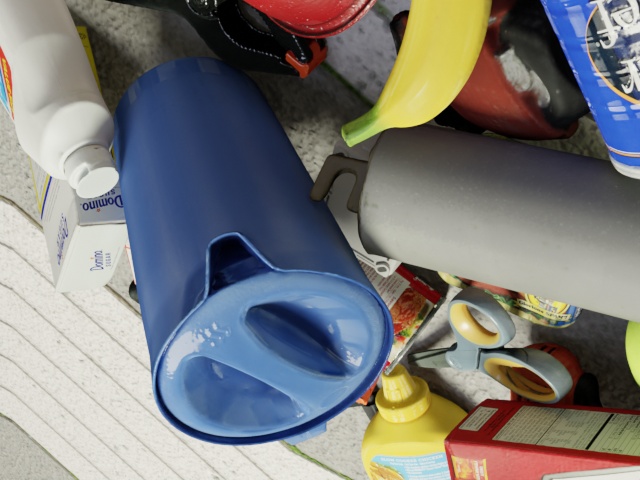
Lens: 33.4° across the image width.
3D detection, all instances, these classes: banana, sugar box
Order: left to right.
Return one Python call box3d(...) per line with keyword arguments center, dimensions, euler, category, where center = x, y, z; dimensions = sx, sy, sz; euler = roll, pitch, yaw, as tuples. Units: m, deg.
box3d(center=(-0.181, -0.061, 0.777), dimensions=(0.093, 0.048, 0.176), euler=(-55, 48, 51), category="sugar box")
box3d(center=(0.046, -0.135, 0.489), dimensions=(0.069, 0.037, 0.198), euler=(0, 112, -2), category="banana")

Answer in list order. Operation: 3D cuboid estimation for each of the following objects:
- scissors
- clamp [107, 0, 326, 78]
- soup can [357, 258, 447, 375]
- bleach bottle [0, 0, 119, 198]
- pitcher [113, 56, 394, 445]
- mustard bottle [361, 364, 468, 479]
box3d(center=(0.088, 0.064, 0.706), dimensions=(0.096, 0.016, 0.202), euler=(54, 161, -20), category="scissors")
box3d(center=(-0.068, -0.168, 0.666), dimensions=(0.171, 0.039, 0.120), euler=(29, 143, 8), category="clamp")
box3d(center=(0.027, 0.036, 0.744), dimensions=(0.102, 0.068, 0.069), euler=(37, 140, 7), category="soup can")
box3d(center=(-0.194, -0.137, 0.697), dimensions=(0.251, 0.068, 0.103), euler=(58, 149, 24), category="bleach bottle")
box3d(center=(-0.054, 0.001, 0.655), dimensions=(0.144, 0.243, 0.149), euler=(14, 124, -31), category="pitcher")
box3d(center=(0.084, 0.175, 0.825), dimensions=(0.096, 0.058, 0.191), euler=(-7, 120, 26), category="mustard bottle")
